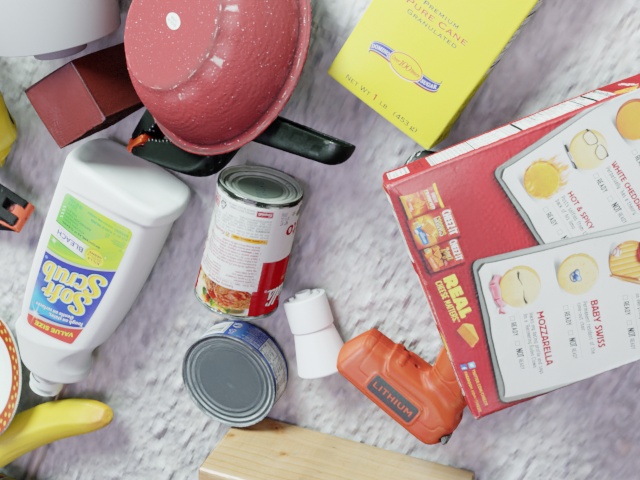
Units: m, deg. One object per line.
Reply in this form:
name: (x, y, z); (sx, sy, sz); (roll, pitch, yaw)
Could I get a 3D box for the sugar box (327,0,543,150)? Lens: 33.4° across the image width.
sugar box: (0.089, -0.156, 0.702); (0.093, 0.048, 0.176); (38, 122, 7)

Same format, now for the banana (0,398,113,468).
banana: (-0.275, 0.188, 0.992); (0.198, 0.069, 0.037); (-29, 128, 8)

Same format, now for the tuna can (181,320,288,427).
tuna can: (-0.071, 0.110, 0.892); (0.086, 0.033, 0.086); (9, 115, 20)

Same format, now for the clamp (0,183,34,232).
clamp: (-0.330, -0.055, 0.909); (0.171, 0.039, 0.120); (16, 160, 13)

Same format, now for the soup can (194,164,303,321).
soup can: (-0.055, 0.001, 0.820); (0.068, 0.068, 0.102); (21, 118, 14)

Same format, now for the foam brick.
foam brick: (-0.174, -0.112, 0.818); (0.053, 0.078, 0.051); (-25, 99, 30)

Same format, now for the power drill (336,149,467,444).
power drill: (0.094, 0.048, 0.780); (0.184, 0.057, 0.188); (41, 121, 3)

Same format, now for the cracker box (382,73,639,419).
cracker box: (0.166, -0.004, 0.675); (0.214, 0.072, 0.164); (-21, 101, 4)

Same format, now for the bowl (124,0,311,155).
bowl: (-0.084, -0.142, 0.735); (0.162, 0.055, 0.162); (-7, 79, 37)

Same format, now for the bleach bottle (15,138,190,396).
bleach bottle: (-0.197, 0.041, 0.903); (0.102, 0.068, 0.251); (32, 123, 9)

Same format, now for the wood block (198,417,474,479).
wood block: (0.012, 0.223, 0.872); (0.206, 0.090, 0.091); (12, 117, 19)

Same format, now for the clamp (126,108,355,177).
clamp: (-0.062, -0.095, 0.770); (0.210, 0.036, 0.164); (-30, 65, 35)
